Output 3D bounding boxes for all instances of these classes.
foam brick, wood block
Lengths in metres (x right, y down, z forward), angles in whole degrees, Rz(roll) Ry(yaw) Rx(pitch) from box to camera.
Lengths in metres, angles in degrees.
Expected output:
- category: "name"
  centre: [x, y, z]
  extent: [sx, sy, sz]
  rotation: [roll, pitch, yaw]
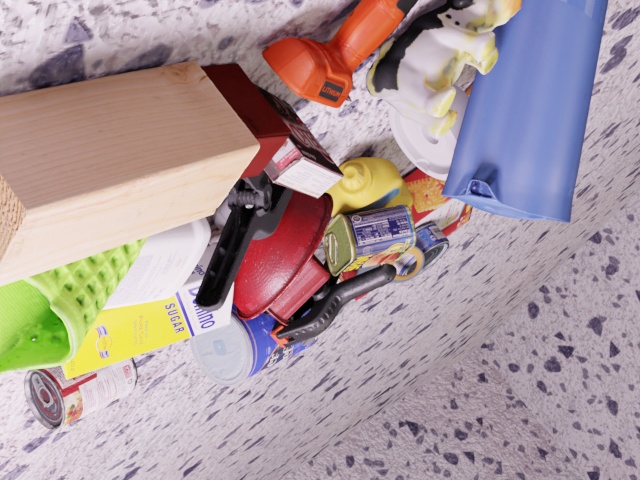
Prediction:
- category: "foam brick"
  centre: [-0.073, -0.094, 0.841]
  extent: [0.052, 0.078, 0.051]
  rotation: [-15, 152, -51]
- category: "wood block"
  centre: [-0.156, -0.051, 0.746]
  extent: [0.205, 0.091, 0.090]
  rotation: [-22, 159, -47]

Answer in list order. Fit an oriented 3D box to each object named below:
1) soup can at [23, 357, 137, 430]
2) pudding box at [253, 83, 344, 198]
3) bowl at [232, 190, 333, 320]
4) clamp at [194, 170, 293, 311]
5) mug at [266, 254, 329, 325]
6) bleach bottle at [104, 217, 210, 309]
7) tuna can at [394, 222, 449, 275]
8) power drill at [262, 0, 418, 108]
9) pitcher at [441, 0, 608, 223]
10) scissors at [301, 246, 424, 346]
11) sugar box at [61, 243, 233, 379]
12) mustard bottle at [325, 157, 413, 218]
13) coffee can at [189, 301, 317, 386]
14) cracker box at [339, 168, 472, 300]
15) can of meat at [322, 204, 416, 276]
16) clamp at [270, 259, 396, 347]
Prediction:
- category: "soup can"
  centre: [-0.256, 0.152, 1.145]
  extent: [0.102, 0.068, 0.069]
  rotation: [-24, 159, -45]
- category: "pudding box"
  centre: [-0.033, -0.086, 0.929]
  extent: [0.039, 0.090, 0.113]
  rotation: [-42, 164, 13]
- category: "bowl"
  centre: [-0.057, 0.001, 1.111]
  extent: [0.162, 0.055, 0.162]
  rotation: [-47, -162, 20]
- category: "clamp"
  centre: [-0.067, -0.049, 0.978]
  extent: [0.209, 0.036, 0.164]
  rotation: [-48, 142, -61]
- category: "mug"
  centre: [-0.043, 0.040, 1.289]
  extent: [0.081, 0.093, 0.117]
  rotation: [-44, -178, 3]
- category: "bleach bottle"
  centre: [-0.207, 0.017, 0.884]
  extent: [0.250, 0.068, 0.103]
  rotation: [-9, 139, -54]
- category: "tuna can"
  centre: [0.132, 0.016, 1.439]
  extent: [0.086, 0.034, 0.086]
  rotation: [-33, 162, -13]
- category: "power drill"
  centre: [0.042, -0.193, 0.854]
  extent: [0.188, 0.057, 0.184]
  rotation: [-43, 164, 15]
- category: "pitcher"
  centre: [0.217, -0.142, 1.089]
  extent: [0.149, 0.145, 0.243]
  rotation: [-155, -103, -77]
- category: "scissors"
  centre: [0.062, 0.066, 1.374]
  extent: [0.201, 0.096, 0.016]
  rotation: [-63, -174, -7]
- category: "sugar box"
  centre: [-0.172, 0.069, 1.041]
  extent: [0.176, 0.048, 0.093]
  rotation: [-16, 144, -19]
- category: "mustard bottle"
  centre: [0.052, -0.056, 1.267]
  extent: [0.096, 0.058, 0.191]
  rotation: [-25, 166, 7]
- category: "coffee can"
  centre: [-0.083, 0.116, 1.371]
  extent: [0.140, 0.103, 0.103]
  rotation: [-20, 156, -49]
- category: "cracker box"
  centre: [0.116, -0.024, 1.488]
  extent: [0.213, 0.072, 0.164]
  rotation: [-34, 162, -11]
- category: "can of meat"
  centre: [0.057, -0.002, 1.243]
  extent: [0.083, 0.057, 0.102]
  rotation: [-11, 168, -17]
- category: "clamp"
  centre: [0.014, 0.068, 1.314]
  extent: [0.171, 0.120, 0.039]
  rotation: [-51, 123, -13]
